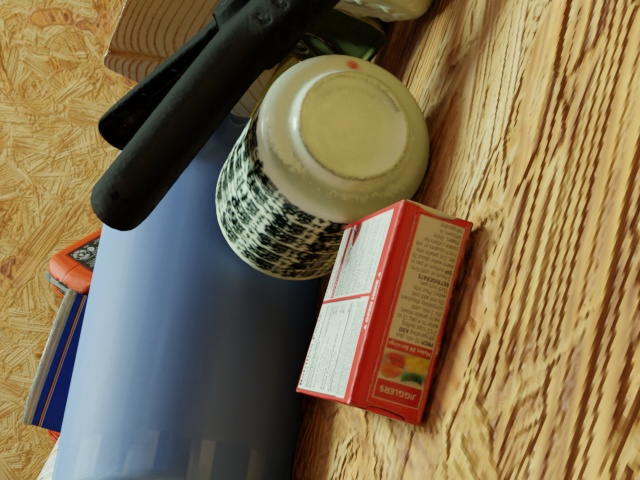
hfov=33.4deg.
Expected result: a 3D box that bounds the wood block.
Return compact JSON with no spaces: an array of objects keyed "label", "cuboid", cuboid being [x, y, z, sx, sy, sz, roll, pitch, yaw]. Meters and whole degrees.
[{"label":"wood block","cuboid":[-0.053,-0.173,0.664,0.090,0.090,0.206,-57,13,38]}]

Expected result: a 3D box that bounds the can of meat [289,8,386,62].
[{"label":"can of meat","cuboid":[0.019,-0.167,0.707,0.102,0.057,0.084,148,142,-74]}]

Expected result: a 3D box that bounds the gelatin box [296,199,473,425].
[{"label":"gelatin box","cuboid":[0.022,0.028,0.402,0.089,0.030,0.073,156,131,-77]}]

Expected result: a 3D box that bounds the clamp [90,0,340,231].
[{"label":"clamp","cuboid":[-0.032,-0.093,0.488,0.210,0.036,0.164,-42,21,12]}]

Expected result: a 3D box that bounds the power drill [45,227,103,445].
[{"label":"power drill","cuboid":[-0.159,0.073,0.915,0.184,0.057,0.188,-35,-41,-41]}]

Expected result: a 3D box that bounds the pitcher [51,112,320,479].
[{"label":"pitcher","cuboid":[-0.064,0.062,0.569,0.145,0.149,0.242,-37,32,34]}]

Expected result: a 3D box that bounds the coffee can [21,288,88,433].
[{"label":"coffee can","cuboid":[-0.135,0.105,0.786,0.103,0.140,0.103,-162,91,-80]}]
